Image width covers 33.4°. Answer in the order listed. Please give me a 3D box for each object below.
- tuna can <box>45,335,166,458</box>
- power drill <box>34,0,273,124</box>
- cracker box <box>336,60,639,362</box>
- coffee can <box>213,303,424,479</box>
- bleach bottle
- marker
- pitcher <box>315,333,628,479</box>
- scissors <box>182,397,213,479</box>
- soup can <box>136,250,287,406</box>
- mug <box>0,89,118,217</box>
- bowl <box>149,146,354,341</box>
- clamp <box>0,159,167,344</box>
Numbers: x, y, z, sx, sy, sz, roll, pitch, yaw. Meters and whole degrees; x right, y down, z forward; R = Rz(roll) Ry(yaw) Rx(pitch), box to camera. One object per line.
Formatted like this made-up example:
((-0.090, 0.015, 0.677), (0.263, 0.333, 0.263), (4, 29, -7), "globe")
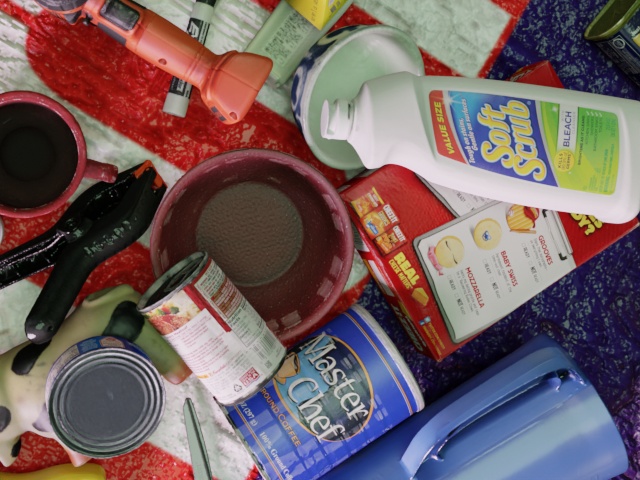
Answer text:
((-0.159, 0.114, 0.788), (0.086, 0.034, 0.086), (-5, 105, -18), "tuna can")
((-0.127, -0.156, 0.776), (0.187, 0.184, 0.057), (32, 92, -10), "power drill")
((0.135, -0.025, 0.903), (0.213, 0.072, 0.164), (-33, 100, -9), "cracker box")
((-0.001, 0.131, 0.866), (0.140, 0.103, 0.103), (-33, 99, -9), "coffee can")
((0.124, -0.074, 0.830), (0.250, 0.068, 0.102), (5, 90, -11), "bleach bottle")
((-0.103, -0.161, 0.869), (0.020, 0.020, 0.121), (16, 90, -13), "marker")
((0.117, 0.184, 0.878), (0.242, 0.145, 0.149), (-29, 99, -6), "pitcher")
((-0.107, 0.241, 0.893), (0.096, 0.016, 0.202), (-27, 98, -10), "scissors")
((-0.081, 0.067, 0.811), (0.068, 0.069, 0.102), (-41, 106, -7), "soup can")
((-0.214, -0.063, 0.818), (0.117, 0.081, 0.093), (9, 91, -12), "mug")
((-0.056, 0.001, 0.862), (0.162, 0.055, 0.162), (-1, 104, -6), "bowl")
((-0.183, 0.007, 0.819), (0.171, 0.120, 0.039), (-40, 136, -9), "clamp")
